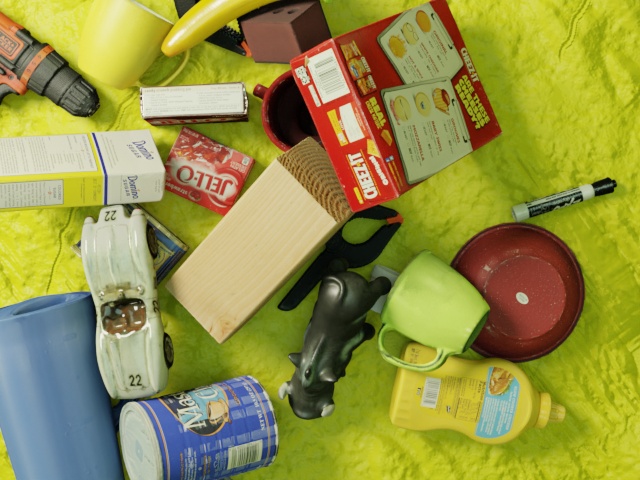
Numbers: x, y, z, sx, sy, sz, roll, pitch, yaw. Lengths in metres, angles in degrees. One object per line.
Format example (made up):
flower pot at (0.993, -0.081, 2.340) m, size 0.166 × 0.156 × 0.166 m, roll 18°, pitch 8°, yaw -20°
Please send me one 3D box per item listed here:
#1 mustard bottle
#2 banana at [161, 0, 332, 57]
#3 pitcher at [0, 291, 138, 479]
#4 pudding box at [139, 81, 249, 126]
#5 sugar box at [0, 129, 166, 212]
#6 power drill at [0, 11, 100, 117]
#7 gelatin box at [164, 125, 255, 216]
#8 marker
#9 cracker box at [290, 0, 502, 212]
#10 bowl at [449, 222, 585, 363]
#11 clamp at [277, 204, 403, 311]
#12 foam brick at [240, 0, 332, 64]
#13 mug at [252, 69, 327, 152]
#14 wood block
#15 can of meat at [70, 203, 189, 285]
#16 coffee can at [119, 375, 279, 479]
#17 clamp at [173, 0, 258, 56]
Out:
mustard bottle at (0.178, 0.176, 1.190) m, size 0.191 × 0.058 × 0.096 m, roll 11°, pitch 92°, yaw -2°
banana at (-0.078, -0.247, 1.107) m, size 0.198 × 0.069 × 0.037 m, roll -16°, pitch 132°, yaw 22°
pitcher at (-0.276, 0.178, 1.152) m, size 0.149 × 0.145 × 0.243 m, roll -11°, pitch 97°, yaw 11°
pudding box at (-0.134, -0.146, 1.150) m, size 0.113 × 0.090 × 0.039 m, roll -5°, pitch 92°, yaw -2°
sugar box at (-0.258, -0.074, 1.124) m, size 0.176 × 0.093 × 0.048 m, roll -2°, pitch 126°, yaw -20°
power drill at (-0.359, -0.145, 1.162) m, size 0.184 × 0.057 × 0.187 m, roll 38°, pitch 89°, yaw -3°
gelatin box at (-0.127, -0.076, 1.183) m, size 0.089 × 0.030 × 0.073 m, roll 25°, pitch 92°, yaw -2°
marker at (0.275, -0.047, 1.201) m, size 0.121 × 0.020 × 0.020 m, roll -17°, pitch 93°, yaw -1°
cracker box at (0.081, -0.143, 1.091) m, size 0.072 × 0.213 × 0.164 m, roll -18°, pitch 100°, yaw 42°
bowl at (0.221, 0.061, 1.187) m, size 0.162 × 0.055 × 0.162 m, roll 0°, pitch 93°, yaw -1°
clamp at (0.005, -0.008, 1.185) m, size 0.171 × 0.039 × 0.120 m, roll -28°, pitch 104°, yaw 0°
foam brick at (-0.036, -0.222, 1.131) m, size 0.052 × 0.078 × 0.051 m, roll -45°, pitch 128°, yaw -32°
mug at (-0.019, -0.140, 1.152) m, size 0.117 × 0.081 × 0.093 m, roll 23°, pitch 98°, yaw 13°
wood block at (-0.057, 0.001, 1.111) m, size 0.091 × 0.090 × 0.206 m, roll 45°, pitch 121°, yaw 3°
can of meat at (-0.207, 0.008, 1.172) m, size 0.102 × 0.057 × 0.084 m, roll 40°, pitch 89°, yaw -3°
coffee can at (-0.129, 0.208, 1.134) m, size 0.140 × 0.103 × 0.103 m, roll -10°, pitch 93°, yaw -30°
clamp at (-0.143, -0.284, 1.159) m, size 0.165 × 0.036 × 0.210 m, roll -25°, pitch 104°, yaw 23°
